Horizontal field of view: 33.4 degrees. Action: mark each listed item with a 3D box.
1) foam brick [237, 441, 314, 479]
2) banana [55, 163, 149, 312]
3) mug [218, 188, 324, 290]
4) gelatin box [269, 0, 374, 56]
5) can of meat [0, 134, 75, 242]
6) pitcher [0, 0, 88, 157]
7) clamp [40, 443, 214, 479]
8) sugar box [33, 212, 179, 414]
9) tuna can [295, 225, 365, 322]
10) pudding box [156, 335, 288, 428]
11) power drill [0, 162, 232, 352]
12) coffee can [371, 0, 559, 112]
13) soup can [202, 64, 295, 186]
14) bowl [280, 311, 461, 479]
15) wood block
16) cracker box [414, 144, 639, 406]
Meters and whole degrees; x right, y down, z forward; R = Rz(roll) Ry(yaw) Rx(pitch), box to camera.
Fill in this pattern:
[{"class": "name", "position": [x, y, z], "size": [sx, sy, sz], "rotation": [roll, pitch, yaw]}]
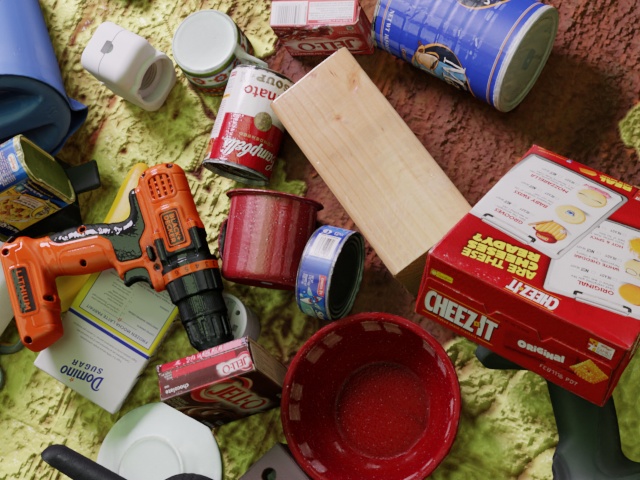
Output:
[{"class": "foam brick", "position": [-0.025, 0.226, 0.948], "size": [0.053, 0.051, 0.078], "rotation": [-44, 69, 2]}, {"class": "banana", "position": [-0.229, 0.010, 1.074], "size": [0.198, 0.037, 0.070], "rotation": [-46, 70, 1]}, {"class": "mug", "position": [-0.057, 0.001, 1.004], "size": [0.117, 0.093, 0.081], "rotation": [0, 79, 43]}, {"class": "gelatin box", "position": [0.003, -0.207, 1.043], "size": [0.089, 0.073, 0.030], "rotation": [2, 77, 16]}, {"class": "can of meat", "position": [-0.297, -0.050, 1.025], "size": [0.084, 0.102, 0.057], "rotation": [-27, 69, 7]}, {"class": "pitcher", "position": [-0.346, -0.196, 1.087], "size": [0.145, 0.149, 0.243], "rotation": [-31, 53, 14]}, {"class": "clamp", "position": [-0.153, 0.250, 0.968], "size": [0.210, 0.036, 0.164], "rotation": [-12, 98, 10]}, {"class": "sugar box", "position": [-0.188, 0.068, 1.030], "size": [0.093, 0.048, 0.176], "rotation": [33, 89, -1]}, {"class": "tuna can", "position": [0.010, 0.030, 0.972], "size": [0.034, 0.086, 0.086], "rotation": [14, 80, 20]}, {"class": "pudding box", "position": [-0.083, 0.129, 0.958], "size": [0.090, 0.113, 0.039], "rotation": [-19, 65, 11]}, {"class": "power drill", "position": [-0.186, 0.039, 0.977], "size": [0.187, 0.057, 0.184], "rotation": [-18, 77, 0]}, {"class": "coffee can", "position": [0.133, -0.195, 0.986], "size": [0.140, 0.102, 0.103], "rotation": [31, 86, 21]}, {"class": "soup can", "position": [-0.068, -0.112, 1.041], "size": [0.069, 0.068, 0.102], "rotation": [13, 80, 19]}, {"class": "bowl", "position": [0.049, 0.147, 0.945], "size": [0.162, 0.055, 0.162], "rotation": [-4, 75, 15]}, {"class": "wood block", "position": [0.054, -0.063, 0.981], "size": [0.090, 0.090, 0.206], "rotation": [-37, 69, 4]}, {"class": "cracker box", "position": [0.198, 0.019, 0.864], "size": [0.164, 0.072, 0.213], "rotation": [26, 40, 20]}]
